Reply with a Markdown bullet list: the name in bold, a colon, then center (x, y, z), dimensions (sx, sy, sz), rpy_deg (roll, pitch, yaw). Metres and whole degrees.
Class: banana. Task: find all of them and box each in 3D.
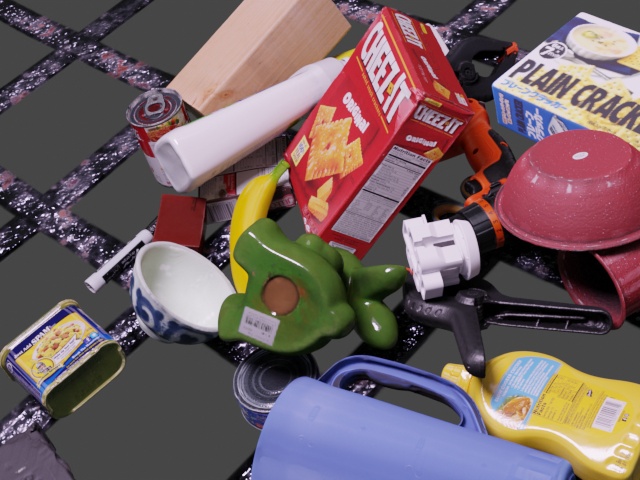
- **banana**: center (-0.069, 0.005, 1.138), dimensions (0.070, 0.037, 0.198), rpy_deg (-30, 48, 43)

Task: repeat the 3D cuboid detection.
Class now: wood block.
- **wood block**: center (-0.074, -0.222, 1.293), dimensions (0.206, 0.090, 0.091), rpy_deg (-49, 44, -3)

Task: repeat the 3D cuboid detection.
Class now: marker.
- **marker**: center (-0.217, 0.014, 1.209), dimensions (0.020, 0.020, 0.121), rpy_deg (26, 59, 36)

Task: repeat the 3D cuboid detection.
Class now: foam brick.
- **foam brick**: center (-0.154, -0.005, 1.176), dimensions (0.053, 0.051, 0.078), rpy_deg (6, 46, -2)

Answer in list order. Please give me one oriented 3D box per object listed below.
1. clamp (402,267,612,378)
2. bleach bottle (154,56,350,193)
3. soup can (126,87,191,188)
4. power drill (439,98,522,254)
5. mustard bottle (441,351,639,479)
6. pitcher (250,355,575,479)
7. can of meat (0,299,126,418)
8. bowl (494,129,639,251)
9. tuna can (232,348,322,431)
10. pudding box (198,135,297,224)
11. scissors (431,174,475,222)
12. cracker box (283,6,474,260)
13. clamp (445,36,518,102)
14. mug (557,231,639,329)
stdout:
- **clamp**: center (0.154, 0.065, 0.998), dimensions (0.164, 0.036, 0.210), rpy_deg (-10, 20, -25)
- **bleach bottle**: center (-0.061, -0.142, 1.210), dimensions (0.250, 0.068, 0.103), rpy_deg (-31, 5, -20)
- **soup can**: center (-0.181, -0.121, 1.268), dimensions (0.068, 0.102, 0.068), rpy_deg (-9, 45, 9)
- **power drill**: center (0.152, -0.061, 1.111), dimensions (0.184, 0.057, 0.188), rpy_deg (-22, 46, -11)
- **mustard bottle**: center (0.192, 0.144, 0.920), dimensions (0.192, 0.058, 0.096), rpy_deg (18, 53, 31)
- **pitcher**: center (0.078, 0.192, 0.865), dimensions (0.243, 0.149, 0.144), rpy_deg (11, 9, 22)
- **can of meat**: center (-0.262, 0.122, 1.093), dimensions (0.102, 0.057, 0.084), rpy_deg (-41, 51, -21)
- **bowl**: center (0.241, -0.057, 0.989), dimensions (0.162, 0.055, 0.162), rpy_deg (-8, 34, 5)
- **tuna can**: center (-0.040, 0.139, 1.019), dimensions (0.086, 0.033, 0.086), rpy_deg (-9, 45, 9)
- **pudding box**: center (-0.085, -0.071, 1.235), dimensions (0.113, 0.039, 0.090), rpy_deg (-10, 45, 6)
- **scissors**: center (0.217, -0.028, 1.110), dimensions (0.202, 0.016, 0.096), rpy_deg (6, 50, 23)
- **cracker box**: center (0.051, -0.110, 1.117), dimensions (0.072, 0.214, 0.164), rpy_deg (17, 36, -29)
- **clamp**: center (0.165, -0.178, 1.240), dimensions (0.171, 0.120, 0.039), rpy_deg (-21, 0, -20)
- **mug**: center (0.275, 0.018, 0.997), dimensions (0.081, 0.093, 0.117), rpy_deg (-28, 37, -16)
